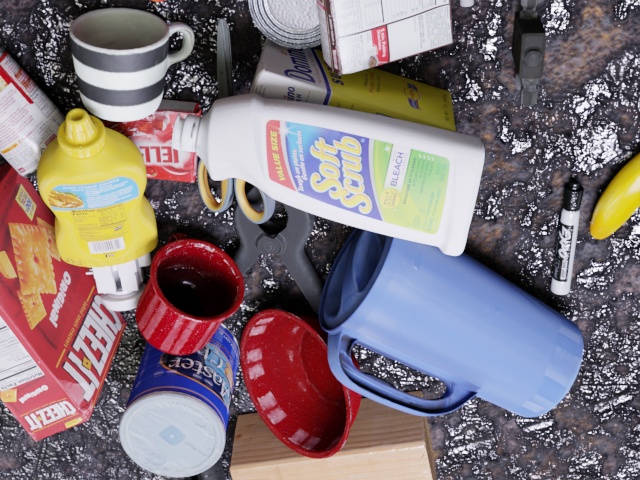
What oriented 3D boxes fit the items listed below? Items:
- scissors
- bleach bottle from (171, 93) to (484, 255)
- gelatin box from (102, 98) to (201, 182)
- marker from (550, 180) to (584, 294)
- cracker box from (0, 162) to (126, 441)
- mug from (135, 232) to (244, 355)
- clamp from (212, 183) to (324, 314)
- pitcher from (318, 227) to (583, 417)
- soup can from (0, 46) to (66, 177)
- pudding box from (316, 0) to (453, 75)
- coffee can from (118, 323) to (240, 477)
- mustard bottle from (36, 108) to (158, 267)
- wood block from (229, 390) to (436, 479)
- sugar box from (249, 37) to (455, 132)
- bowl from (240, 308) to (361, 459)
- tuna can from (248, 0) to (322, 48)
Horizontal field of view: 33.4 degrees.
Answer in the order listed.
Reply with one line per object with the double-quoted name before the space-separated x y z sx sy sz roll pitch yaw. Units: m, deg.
"scissors" -0.069 -0.092 0.949 0.096 0.016 0.202 36 138 17
"bleach bottle" 0.002 -0.060 0.882 0.251 0.068 0.102 10 105 0
"gelatin box" -0.158 -0.095 1.000 0.089 0.030 0.073 7 121 0
"marker" 0.240 -0.003 1.037 0.020 0.020 0.121 2 120 2
"cracker box" -0.280 0.055 1.018 0.072 0.164 0.213 -22 116 17
"mug" -0.134 0.049 1.040 0.093 0.117 0.082 -1 147 -29
"clamp" -0.057 0.001 1.047 0.120 0.039 0.171 -4 120 2
"pitcher" 0.125 0.085 1.028 0.242 0.145 0.149 28 115 -16
"soup can" -0.281 -0.116 0.975 0.069 0.068 0.102 -31 114 19
"pudding box" 0.054 -0.197 0.899 0.113 0.039 0.090 -20 127 -15
"coffee can" -0.139 0.153 1.080 0.103 0.140 0.103 1 120 2
"mustard bottle" -0.205 -0.050 0.970 0.096 0.058 0.192 -8 146 -6
"wood block" 0.016 0.235 1.148 0.206 0.090 0.091 -9 120 8
"sugar box" 0.028 -0.124 0.937 0.176 0.093 0.048 18 119 -8
"bowl" -0.010 0.137 1.085 0.162 0.055 0.162 24 124 41
"tuna can" -0.018 -0.212 0.923 0.086 0.033 0.086 1 120 2
